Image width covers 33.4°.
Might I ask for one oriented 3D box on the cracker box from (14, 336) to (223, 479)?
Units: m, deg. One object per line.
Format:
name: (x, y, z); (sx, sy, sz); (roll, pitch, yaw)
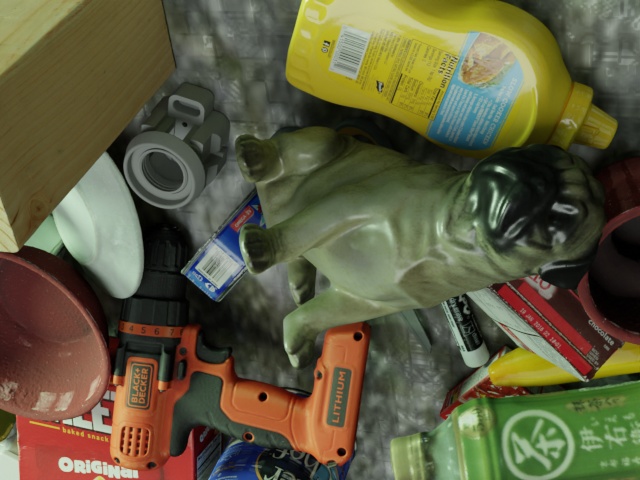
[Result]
cracker box: (-0.169, 0.194, 0.902); (0.164, 0.072, 0.214); (9, 111, 15)

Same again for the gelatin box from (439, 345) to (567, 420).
gelatin box: (0.145, 0.128, 0.786); (0.089, 0.030, 0.073); (36, 131, -7)

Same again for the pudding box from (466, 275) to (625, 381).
pudding box: (0.128, 0.036, 0.672); (0.090, 0.113, 0.039); (44, 86, -13)

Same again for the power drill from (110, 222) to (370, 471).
power drill: (-0.059, 0.086, 0.789); (0.188, 0.057, 0.184); (7, 92, 7)

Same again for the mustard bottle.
mustard bottle: (0.080, -0.098, 0.618); (0.191, 0.058, 0.096); (24, 133, 4)

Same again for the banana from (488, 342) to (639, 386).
banana: (0.206, 0.069, 0.694); (0.198, 0.069, 0.037); (-15, 81, 40)

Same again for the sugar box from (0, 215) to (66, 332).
sugar box: (-0.271, 0.038, 0.877); (0.093, 0.048, 0.176); (28, 132, 0)

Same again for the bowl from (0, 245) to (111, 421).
bowl: (-0.220, 0.059, 0.807); (0.162, 0.055, 0.162); (11, 126, 14)

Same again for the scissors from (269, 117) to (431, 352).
scissors: (0.045, -0.007, 0.732); (0.096, 0.016, 0.201); (-31, 110, 37)

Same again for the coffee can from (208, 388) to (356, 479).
coffee can: (-0.039, 0.202, 0.846); (0.103, 0.140, 0.103); (11, 129, 14)

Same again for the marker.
marker: (0.091, 0.038, 0.746); (0.020, 0.020, 0.121); (-10, 121, 28)

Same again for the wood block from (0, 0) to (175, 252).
wood block: (-0.174, -0.093, 0.628); (0.090, 0.205, 0.091); (7, 129, 18)

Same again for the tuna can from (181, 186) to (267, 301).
tuna can: (-0.055, 0.001, 0.730); (0.034, 0.086, 0.086); (42, 130, -3)
